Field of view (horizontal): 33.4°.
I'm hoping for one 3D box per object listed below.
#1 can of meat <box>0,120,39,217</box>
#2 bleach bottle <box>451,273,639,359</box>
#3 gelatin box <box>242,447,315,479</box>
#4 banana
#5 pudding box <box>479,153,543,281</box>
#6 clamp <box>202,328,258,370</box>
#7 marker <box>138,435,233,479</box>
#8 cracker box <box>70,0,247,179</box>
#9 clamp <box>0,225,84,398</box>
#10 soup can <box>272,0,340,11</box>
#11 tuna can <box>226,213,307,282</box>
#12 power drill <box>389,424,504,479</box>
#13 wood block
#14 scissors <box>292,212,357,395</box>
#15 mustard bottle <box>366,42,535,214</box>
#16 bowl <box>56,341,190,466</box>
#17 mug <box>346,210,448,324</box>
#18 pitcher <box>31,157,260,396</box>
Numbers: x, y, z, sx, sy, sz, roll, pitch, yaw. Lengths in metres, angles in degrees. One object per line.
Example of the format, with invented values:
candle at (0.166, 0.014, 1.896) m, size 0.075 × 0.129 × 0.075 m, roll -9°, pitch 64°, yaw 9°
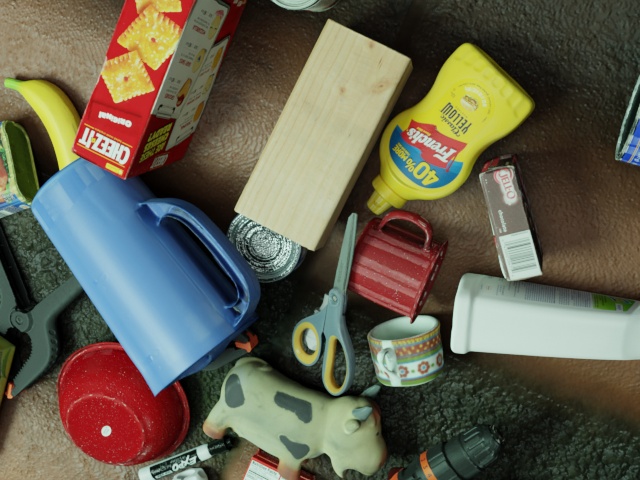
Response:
can of meat at (-0.362, -0.073, 1.171) m, size 0.084 × 0.057 × 0.102 m, roll -18°, pitch 76°, yaw 12°
bleach bottle at (0.260, 0.084, 1.057) m, size 0.251 × 0.102 × 0.068 m, roll 6°, pitch 108°, yaw 12°
gelatin box at (-0.057, 0.290, 1.207) m, size 0.073 × 0.030 × 0.089 m, roll 25°, pitch 106°, yaw 7°
banana at (-0.282, -0.096, 1.173) m, size 0.070 × 0.037 × 0.198 m, roll -16°, pitch 97°, yaw 38°
pudding box at (0.190, -0.025, 1.056) m, size 0.039 × 0.090 × 0.113 m, roll -12°, pitch 100°, yaw 16°
clamp at (-0.156, 0.093, 1.181) m, size 0.171 × 0.039 × 0.120 m, roll -3°, pitch 111°, yaw 13°
marker at (-0.154, 0.251, 1.225) m, size 0.121 × 0.020 × 0.020 m, roll -24°, pitch 96°, yaw 16°
cracker box at (-0.154, -0.179, 1.059) m, size 0.072 × 0.164 × 0.214 m, roll 27°, pitch 106°, yaw 7°
clamp at (-0.323, 0.084, 1.211) m, size 0.165 × 0.036 × 0.210 m, roll 13°, pitch 106°, yaw 21°
soup can at (-0.014, -0.258, 1.044) m, size 0.068 × 0.102 × 0.068 m, roll 3°, pitch 102°, yaw 12°
tuna can at (-0.057, 0.001, 1.144) m, size 0.086 × 0.033 × 0.086 m, roll 3°, pitch 102°, yaw 12°
power drill at (0.153, 0.299, 1.097) m, size 0.185 × 0.057 × 0.187 m, roll -38°, pitch 89°, yaw 20°
wood block at (0.005, -0.102, 1.060) m, size 0.090 × 0.090 × 0.206 m, roll 27°, pitch 96°, yaw 5°
scissors at (0.005, 0.060, 1.092) m, size 0.096 × 0.016 × 0.202 m, roll 16°, pitch 114°, yaw 44°
mustard bottle at (0.116, -0.099, 1.072) m, size 0.096 × 0.058 × 0.192 m, roll 45°, pitch 107°, yaw 5°
bowl at (-0.231, 0.196, 1.194) m, size 0.162 × 0.055 × 0.162 m, roll 6°, pitch 117°, yaw 12°
mug at (0.078, 0.018, 1.085) m, size 0.081 × 0.093 × 0.117 m, roll 24°, pitch 132°, yaw 11°
pitcher at (-0.177, 0.022, 1.091) m, size 0.149 × 0.145 × 0.243 m, roll -37°, pitch 87°, yaw -11°
